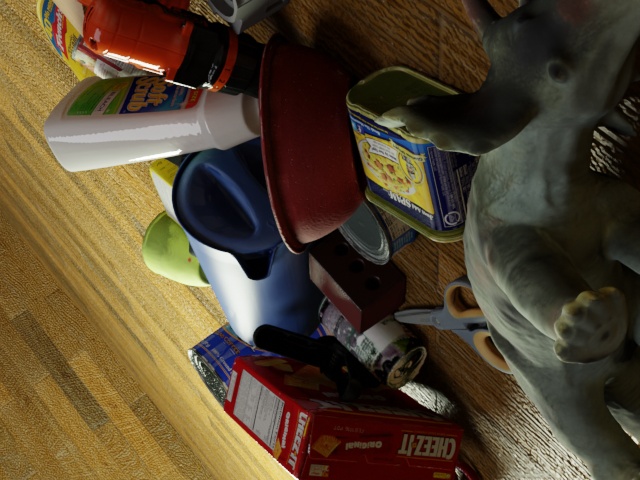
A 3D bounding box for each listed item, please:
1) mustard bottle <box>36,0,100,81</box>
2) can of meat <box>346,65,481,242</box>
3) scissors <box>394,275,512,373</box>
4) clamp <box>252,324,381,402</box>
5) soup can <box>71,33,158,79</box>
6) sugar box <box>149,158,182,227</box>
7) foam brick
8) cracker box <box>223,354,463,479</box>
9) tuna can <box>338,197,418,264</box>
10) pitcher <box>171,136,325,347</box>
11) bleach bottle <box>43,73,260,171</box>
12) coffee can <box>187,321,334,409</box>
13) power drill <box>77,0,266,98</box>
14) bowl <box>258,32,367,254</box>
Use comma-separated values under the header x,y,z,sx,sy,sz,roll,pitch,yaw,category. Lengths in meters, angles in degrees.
x,y,z,sx,sy,sz,roll,pitch,yaw,category
-0.276,-0.244,1.222,0.192,0.058,0.096,50,141,28,mustard bottle
0.066,-0.060,0.710,0.102,0.057,0.084,36,152,46,can of meat
0.116,0.079,0.892,0.096,0.016,0.202,53,162,6,scissors
0.007,0.114,1.047,0.120,0.039,0.171,34,-173,17,clamp
-0.185,-0.181,1.058,0.102,0.068,0.069,33,162,-2,soup can
-0.133,-0.030,1.279,0.176,0.048,0.093,36,154,36,sugar box
0.032,0.034,0.964,0.078,0.053,0.051,47,160,22,foam brick
0.017,0.176,1.063,0.214,0.164,0.072,20,100,65,cracker box
0.040,-0.025,0.871,0.086,0.033,0.086,47,160,22,tuna can
-0.057,0.001,1.039,0.145,0.149,0.243,30,157,20,pitcher
-0.128,-0.116,0.963,0.251,0.102,0.068,-3,128,32,bleach bottle
-0.067,0.127,1.234,0.103,0.140,0.103,47,161,22,coffee can
-0.117,-0.177,0.870,0.184,0.057,0.188,14,-160,-32,power drill
0.002,-0.072,0.776,0.162,0.055,0.162,-5,-90,-79,bowl
